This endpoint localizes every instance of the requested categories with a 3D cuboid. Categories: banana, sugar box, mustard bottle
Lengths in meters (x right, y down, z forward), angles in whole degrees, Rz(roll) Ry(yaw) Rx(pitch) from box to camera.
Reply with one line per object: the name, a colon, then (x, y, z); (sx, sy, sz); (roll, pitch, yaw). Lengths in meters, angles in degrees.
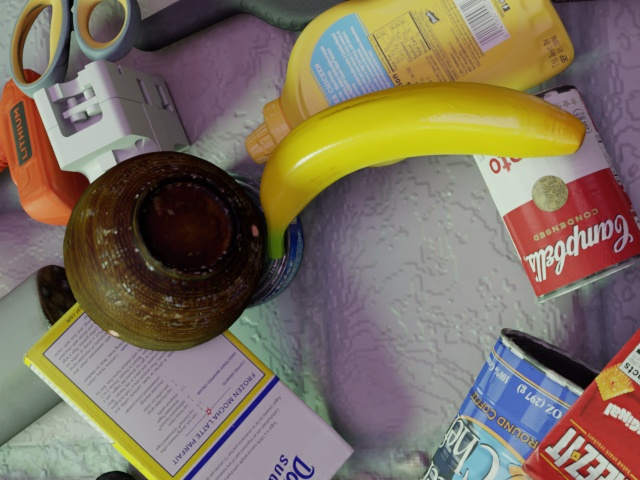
banana: (0.038, -0.049, 0.569); (0.198, 0.037, 0.069); (-19, 121, 30)
sugar box: (-0.076, 0.096, 0.618); (0.176, 0.048, 0.093); (46, 71, -6)
mustard bottle: (0.040, -0.097, 0.612); (0.192, 0.058, 0.096); (-29, 98, 15)

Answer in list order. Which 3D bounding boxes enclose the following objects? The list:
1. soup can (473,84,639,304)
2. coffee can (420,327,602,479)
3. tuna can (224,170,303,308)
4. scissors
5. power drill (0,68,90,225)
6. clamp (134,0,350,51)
soup can: (0.130, -0.025, 0.582); (0.069, 0.068, 0.102); (-25, 83, 15)
coffee can: (0.109, 0.133, 0.572); (0.103, 0.102, 0.140); (29, 98, 14)
tuna can: (-0.054, 0.001, 0.656); (0.086, 0.033, 0.086); (0, 90, 17)
scissors: (-0.144, -0.181, 0.656); (0.096, 0.016, 0.201); (0, 71, 23)
power drill: (-0.237, -0.014, 0.677); (0.188, 0.057, 0.184); (-22, 64, 13)
clamp: (-0.038, -0.179, 0.647); (0.171, 0.039, 0.120); (-1, 95, 11)
